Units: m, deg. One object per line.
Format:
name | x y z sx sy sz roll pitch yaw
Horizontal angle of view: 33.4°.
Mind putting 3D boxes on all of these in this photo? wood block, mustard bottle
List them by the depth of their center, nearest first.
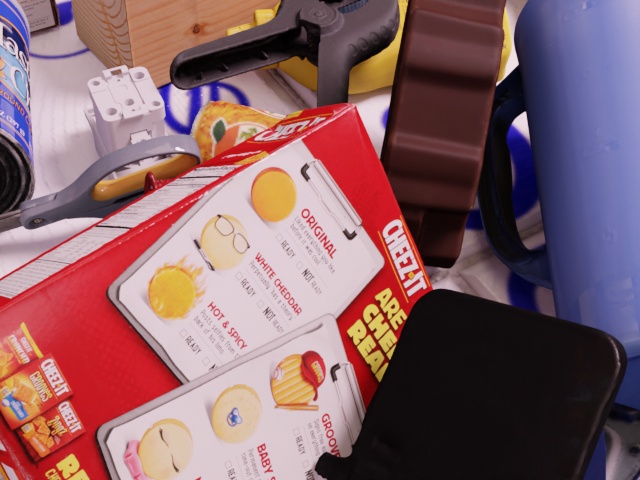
mustard bottle | 0.030 -0.146 0.746 0.191 0.058 0.096 -6 58 -7
wood block | -0.069 -0.197 0.767 0.205 0.091 0.090 -28 55 -24

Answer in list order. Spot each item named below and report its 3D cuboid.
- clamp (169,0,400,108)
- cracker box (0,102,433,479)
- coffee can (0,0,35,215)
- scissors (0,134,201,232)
clamp | -0.012 -0.129 0.674 0.120 0.039 0.171 23 52 11
cracker box | -0.049 0.056 0.498 0.213 0.164 0.072 -33 19 -27
coffee can | -0.230 -0.085 0.657 0.102 0.103 0.140 -8 50 -8
scissors | -0.152 -0.014 0.643 0.202 0.096 0.016 -22 67 19
